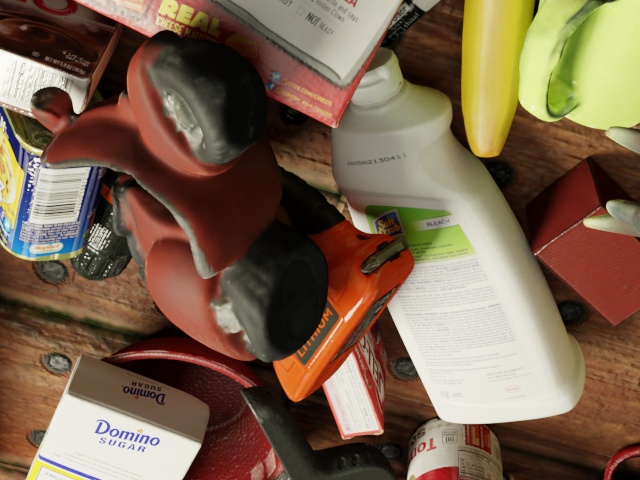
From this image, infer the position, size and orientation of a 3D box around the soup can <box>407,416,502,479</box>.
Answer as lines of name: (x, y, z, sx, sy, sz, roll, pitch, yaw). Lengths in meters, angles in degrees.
soup can: (0.093, 0.179, 0.737, 0.068, 0.102, 0.068, 3, 126, 4)

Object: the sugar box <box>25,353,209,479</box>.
sugar box: (-0.148, 0.161, 0.717, 0.093, 0.048, 0.176, 24, 122, -11)

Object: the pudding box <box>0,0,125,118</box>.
pudding box: (-0.167, -0.112, 0.562, 0.113, 0.090, 0.039, 21, 127, -10)

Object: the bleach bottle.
bleach bottle: (0.077, 0.000, 0.626, 0.103, 0.068, 0.250, -10, 125, 22)

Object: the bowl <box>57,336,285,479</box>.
bowl: (-0.097, 0.120, 0.743, 0.162, 0.055, 0.162, 3, 126, 4)

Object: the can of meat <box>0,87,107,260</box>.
can of meat: (-0.159, -0.050, 0.600, 0.057, 0.102, 0.084, -7, 137, -33)

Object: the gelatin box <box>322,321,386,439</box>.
gelatin box: (0.019, 0.070, 0.683, 0.030, 0.073, 0.089, -12, 124, 14)

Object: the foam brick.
foam brick: (0.166, 0.002, 0.631, 0.078, 0.053, 0.051, 40, 120, -20)

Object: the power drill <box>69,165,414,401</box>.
power drill: (-0.054, 0.001, 0.607, 0.188, 0.057, 0.185, 42, 125, 11)

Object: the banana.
banana: (0.090, -0.136, 0.530, 0.037, 0.069, 0.198, 10, 134, 12)

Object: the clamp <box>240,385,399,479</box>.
clamp: (-0.011, 0.163, 0.712, 0.209, 0.036, 0.165, 9, 125, -37)
